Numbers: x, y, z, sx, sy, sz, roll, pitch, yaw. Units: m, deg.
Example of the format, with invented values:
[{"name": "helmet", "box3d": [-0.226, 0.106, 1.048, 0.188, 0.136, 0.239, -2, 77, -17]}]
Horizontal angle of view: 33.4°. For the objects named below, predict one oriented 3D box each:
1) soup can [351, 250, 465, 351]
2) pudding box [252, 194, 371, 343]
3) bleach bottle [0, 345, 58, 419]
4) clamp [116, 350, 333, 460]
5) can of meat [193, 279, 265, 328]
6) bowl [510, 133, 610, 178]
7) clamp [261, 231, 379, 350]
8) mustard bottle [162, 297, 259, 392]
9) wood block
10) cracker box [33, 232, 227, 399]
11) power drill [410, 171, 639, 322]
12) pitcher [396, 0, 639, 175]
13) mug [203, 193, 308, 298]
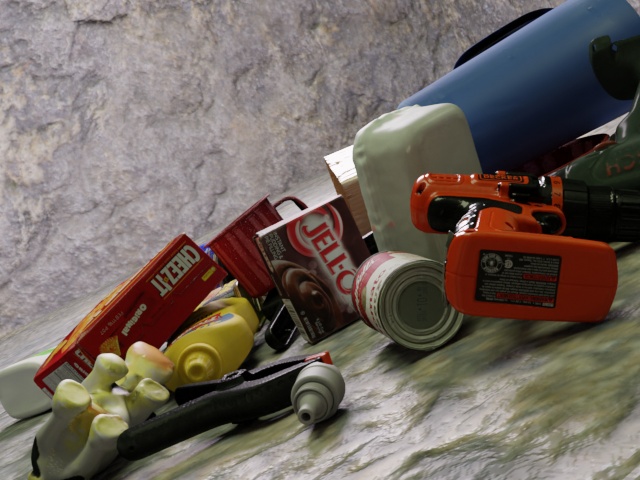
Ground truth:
[{"name": "soup can", "box3d": [0.066, 0.044, 0.812, 0.068, 0.068, 0.102, -26, 7, -7]}, {"name": "pudding box", "box3d": [0.001, 0.026, 0.995, 0.090, 0.113, 0.039, -27, 7, -15]}, {"name": "bleach bottle", "box3d": [-0.301, 0.148, 1.399, 0.103, 0.068, 0.250, -20, 6, 33]}, {"name": "clamp", "box3d": [-0.071, 0.124, 0.814, 0.172, 0.039, 0.120, -21, 11, 29]}, {"name": "can of meat", "box3d": [-0.113, 0.084, 1.217, 0.084, 0.057, 0.102, -27, 6, 7]}, {"name": "bowl", "box3d": [0.214, -0.047, 1.037, 0.162, 0.055, 0.162, -25, 6, 3]}, {"name": "clamp", "box3d": [-0.020, 0.057, 1.111, 0.164, 0.036, 0.210, -42, 8, -21]}, {"name": "mustard bottle", "box3d": [-0.110, 0.105, 1.028, 0.096, 0.058, 0.191, -27, 7, 2]}, {"name": "wood block", "box3d": [0.121, -0.086, 1.268, 0.206, 0.091, 0.090, -23, 29, -3]}, {"name": "cracker box", "box3d": [-0.206, 0.092, 1.117, 0.164, 0.072, 0.214, -50, 8, -29]}, {"name": "power drill", "box3d": [0.153, -0.002, 0.739, 0.184, 0.057, 0.187, 2, 17, 5]}, {"name": "pitcher", "box3d": [0.196, -0.146, 1.061, 0.242, 0.145, 0.149, -29, 0, -9]}, {"name": "mug", "box3d": [-0.058, 0.001, 1.165, 0.117, 0.081, 0.093, -40, 5, -7]}]
